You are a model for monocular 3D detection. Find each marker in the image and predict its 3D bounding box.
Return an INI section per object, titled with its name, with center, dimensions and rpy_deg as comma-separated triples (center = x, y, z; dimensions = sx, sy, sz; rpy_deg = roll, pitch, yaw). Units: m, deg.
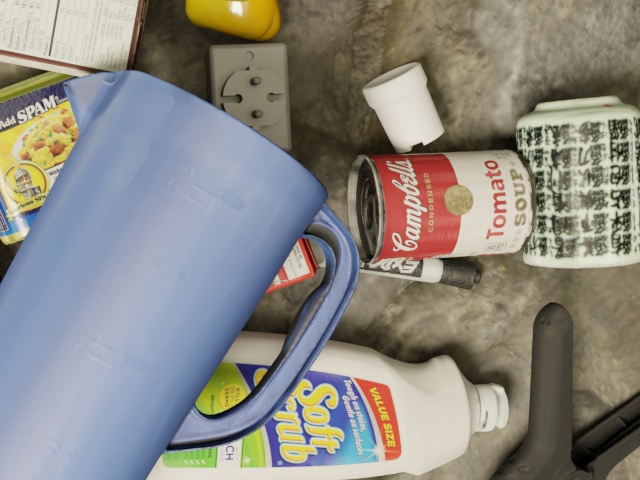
[marker]
center = 0.047, 0.015, 0.695
dimensions = 0.121, 0.020, 0.020
rpy_deg = 9, 94, -11

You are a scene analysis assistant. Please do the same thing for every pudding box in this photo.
[pudding box]
center = -0.149, -0.139, 0.577
dimensions = 0.113, 0.039, 0.090
rpy_deg = 11, 92, -8

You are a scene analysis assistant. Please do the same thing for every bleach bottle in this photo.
[bleach bottle]
center = -0.003, 0.100, 0.675
dimensions = 0.250, 0.068, 0.102
rpy_deg = 0, 93, -13

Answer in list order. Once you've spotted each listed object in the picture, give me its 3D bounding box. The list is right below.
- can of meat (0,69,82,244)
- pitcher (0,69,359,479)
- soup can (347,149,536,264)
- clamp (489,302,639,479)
[can of meat]
center = -0.158, -0.055, 0.629
dimensions = 0.102, 0.057, 0.084
rpy_deg = -24, 101, -16
[pitcher]
center = -0.099, 0.047, 0.560
dimensions = 0.149, 0.144, 0.243
rpy_deg = 25, 83, 31
[soup can]
center = 0.075, -0.022, 0.669
dimensions = 0.102, 0.068, 0.068
rpy_deg = -4, 97, -14
[clamp]
center = 0.154, 0.144, 0.702
dimensions = 0.164, 0.036, 0.210
rpy_deg = 31, 94, -33
